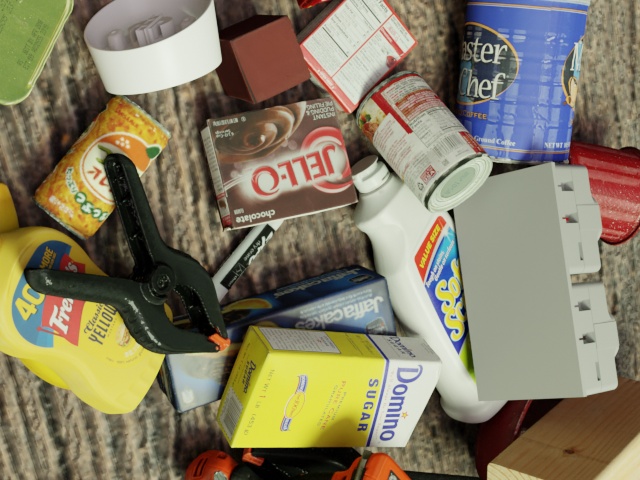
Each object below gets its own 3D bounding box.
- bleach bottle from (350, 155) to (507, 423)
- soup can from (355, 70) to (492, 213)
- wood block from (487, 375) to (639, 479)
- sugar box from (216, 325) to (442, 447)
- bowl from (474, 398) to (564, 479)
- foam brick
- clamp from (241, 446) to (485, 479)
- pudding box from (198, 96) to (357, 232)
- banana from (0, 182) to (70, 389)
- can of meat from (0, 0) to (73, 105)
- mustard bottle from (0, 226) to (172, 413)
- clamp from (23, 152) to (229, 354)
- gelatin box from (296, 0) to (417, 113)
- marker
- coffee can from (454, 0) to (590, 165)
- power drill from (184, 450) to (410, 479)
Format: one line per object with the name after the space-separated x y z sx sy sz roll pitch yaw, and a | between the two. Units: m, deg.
0.096 0.038 0.941 0.102 0.068 0.250 -44 114 -23 | bleach bottle
0.085 -0.081 0.879 0.068 0.102 0.068 -29 155 -16 | soup can
0.238 0.202 0.944 0.205 0.091 0.090 -24 117 -47 | wood block
0.010 0.123 0.874 0.175 0.048 0.093 8 116 -31 | sugar box
0.192 0.191 1.004 0.161 0.055 0.162 -18 114 -49 | bowl
-0.050 -0.143 0.831 0.051 0.078 0.053 -26 111 -14 | foam brick
0.024 0.225 0.947 0.210 0.036 0.165 21 136 -10 | clamp
-0.034 -0.061 0.866 0.113 0.039 0.090 -13 88 -19 | pudding box
-0.222 0.050 0.829 0.069 0.037 0.197 -46 119 -32 | banana
-0.220 -0.148 0.754 0.057 0.084 0.102 26 91 -26 | can of meat
-0.199 0.045 0.783 0.191 0.058 0.096 40 57 -34 | mustard bottle
-0.136 0.035 0.783 0.120 0.039 0.171 -48 116 -27 | clamp
0.026 -0.162 0.886 0.089 0.030 0.073 -47 114 -8 | gelatin box
-0.056 0.001 0.894 0.020 0.020 0.121 41 85 -25 | marker
0.169 -0.140 0.911 0.102 0.103 0.140 0 102 -23 | coffee can
0.001 0.238 0.891 0.184 0.188 0.057 51 42 -33 | power drill
